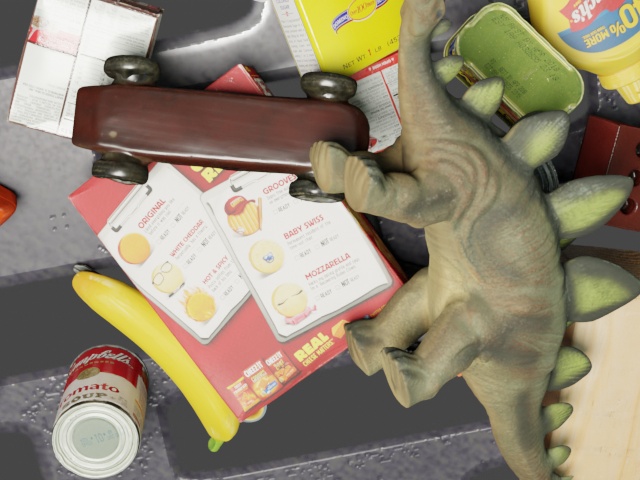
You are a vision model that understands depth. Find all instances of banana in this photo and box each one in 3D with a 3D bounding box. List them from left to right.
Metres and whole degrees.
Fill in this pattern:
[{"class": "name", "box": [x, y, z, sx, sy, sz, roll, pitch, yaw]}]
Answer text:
[{"class": "banana", "box": [-0.119, 0.097, 0.852, 0.070, 0.037, 0.197, -23, 112, 30]}]

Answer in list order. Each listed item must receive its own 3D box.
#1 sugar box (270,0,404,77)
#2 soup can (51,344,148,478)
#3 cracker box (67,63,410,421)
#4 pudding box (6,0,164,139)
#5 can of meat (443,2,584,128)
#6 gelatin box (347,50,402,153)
[{"class": "sugar box", "box": [0.001, -0.209, 0.758, 0.093, 0.048, 0.176, -33, 114, -24]}, {"class": "soup can", "box": [-0.173, 0.134, 0.846, 0.068, 0.102, 0.068, -2, 109, -5]}, {"class": "cracker box", "box": [-0.055, 0.001, 0.805, 0.164, 0.072, 0.213, -36, 94, 8]}, {"class": "pudding box", "box": [-0.174, -0.130, 0.790, 0.090, 0.039, 0.113, 16, 108, -11]}, {"class": "can of meat", "box": [0.142, -0.125, 0.783, 0.102, 0.084, 0.057, 43, 96, -1]}, {"class": "gelatin box", "box": [0.059, -0.102, 0.825, 0.073, 0.030, 0.089, -23, 110, 1]}]
